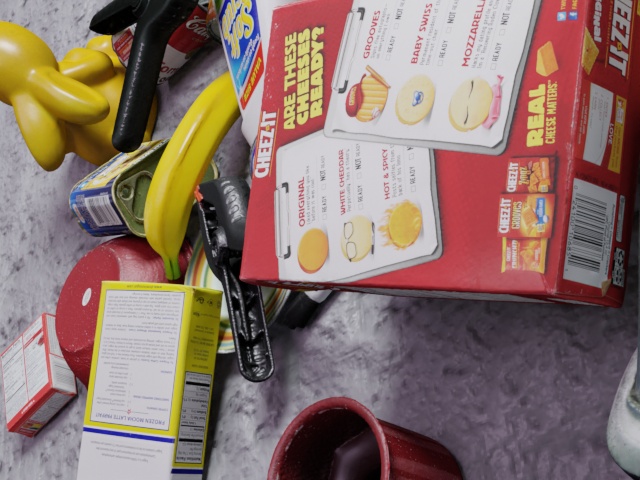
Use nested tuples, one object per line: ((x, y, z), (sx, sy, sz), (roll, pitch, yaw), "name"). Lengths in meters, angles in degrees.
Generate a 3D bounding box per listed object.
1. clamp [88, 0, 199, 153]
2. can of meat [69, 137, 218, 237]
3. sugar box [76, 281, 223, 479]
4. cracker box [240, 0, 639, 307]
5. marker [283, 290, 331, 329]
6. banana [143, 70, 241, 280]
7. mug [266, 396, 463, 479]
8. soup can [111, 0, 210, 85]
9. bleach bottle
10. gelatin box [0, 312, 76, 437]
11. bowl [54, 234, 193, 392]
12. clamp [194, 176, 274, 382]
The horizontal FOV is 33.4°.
((-0.140, -0.199, 0.878), (0.210, 0.036, 0.165), (-58, 40, 32), "clamp")
((-0.151, -0.045, 0.898), (0.084, 0.057, 0.102), (-3, 31, 49), "can of meat")
((-0.128, 0.120, 0.793), (0.093, 0.048, 0.176), (1, 82, 34), "sugar box")
((0.059, -0.052, 0.559), (0.214, 0.071, 0.164), (0, 81, 46), "cracker box")
((0.013, 0.014, 0.746), (0.121, 0.020, 0.020), (-52, 42, 14), "marker")
((-0.098, -0.069, 0.854), (0.037, 0.069, 0.197), (20, 75, 13), "banana")
((0.021, 0.144, 0.623), (0.117, 0.081, 0.093), (8, 76, 48), "mug")
((-0.136, -0.198, 0.978), (0.102, 0.068, 0.068), (-37, 47, 29), "soup can")
((-0.036, -0.160, 0.824), (0.103, 0.067, 0.251), (-36, 61, 52), "bleach bottle")
((-0.256, 0.121, 0.970), (0.073, 0.030, 0.089), (-43, 44, 25), "gelatin box")
((-0.174, 0.057, 0.897), (0.162, 0.055, 0.162), (-24, 53, 37), "bowl")
((-0.055, 0.001, 0.751), (0.171, 0.039, 0.120), (64, 143, 42), "clamp")
